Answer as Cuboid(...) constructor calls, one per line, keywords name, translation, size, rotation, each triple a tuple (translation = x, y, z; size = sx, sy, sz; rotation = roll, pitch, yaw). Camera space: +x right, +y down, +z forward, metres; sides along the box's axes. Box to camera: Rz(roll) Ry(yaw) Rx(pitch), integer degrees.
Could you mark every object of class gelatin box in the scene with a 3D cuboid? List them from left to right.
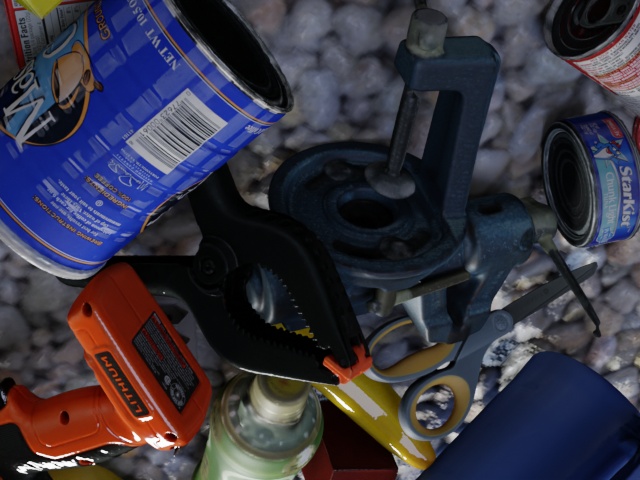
Cuboid(name="gelatin box", translation=(-0.122, -0.131, 0.562), size=(0.089, 0.030, 0.073), rotation=(-11, 128, -11))

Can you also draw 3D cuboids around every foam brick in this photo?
Cuboid(name="foam brick", translation=(0.018, 0.160, 0.786), size=(0.051, 0.078, 0.053), rotation=(4, 123, -19))

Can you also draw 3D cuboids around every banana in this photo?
Cuboid(name="banana", translation=(0.004, 0.092, 0.734), size=(0.037, 0.069, 0.197), rotation=(-41, 120, 20))

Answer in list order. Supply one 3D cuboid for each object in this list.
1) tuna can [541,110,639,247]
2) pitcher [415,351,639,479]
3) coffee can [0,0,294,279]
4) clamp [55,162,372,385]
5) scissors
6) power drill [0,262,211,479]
Cuboid(name="tuna can", translation=(0.174, -0.039, 0.689), size=(0.033, 0.086, 0.086), rotation=(-11, 127, -9))
Cuboid(name="pitcher", translation=(0.126, 0.201, 0.753), size=(0.242, 0.145, 0.149), rotation=(-39, 146, -20))
Cuboid(name="coffee can", translation=(-0.099, -0.062, 0.535), size=(0.140, 0.103, 0.102), rotation=(-38, 127, 16))
Cuboid(name="clamp", translation=(-0.054, 0.001, 0.599), size=(0.036, 0.210, 0.165), rotation=(-21, 138, -59))
Cuboid(name="scissors", translation=(0.123, 0.079, 0.754), size=(0.201, 0.016, 0.096), rotation=(-10, 85, -20))
Cuboid(name="power drill", translation=(-0.171, 0.082, 0.613), size=(0.188, 0.057, 0.184), rotation=(-25, 109, 25))
